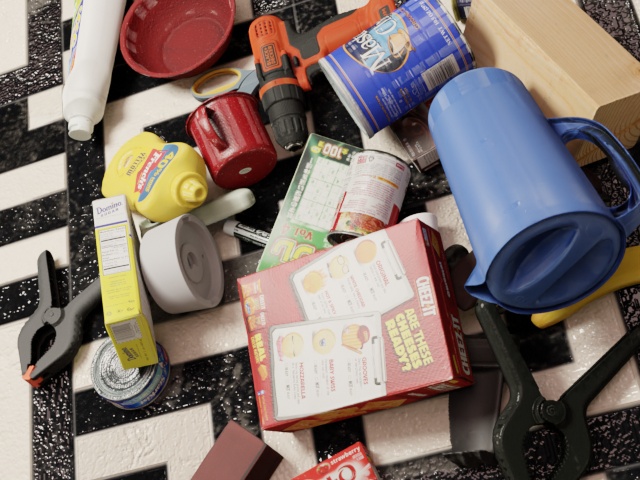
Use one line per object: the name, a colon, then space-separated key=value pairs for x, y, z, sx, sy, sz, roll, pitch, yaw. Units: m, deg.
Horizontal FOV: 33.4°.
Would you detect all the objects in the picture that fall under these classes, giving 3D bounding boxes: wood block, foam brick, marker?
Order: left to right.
foam brick: x=-0.086 y=0.235 z=1.094 sx=0.051 sy=0.053 sz=0.078 roll=28 pitch=77 yaw=29
marker: x=-0.058 y=0.002 z=1.217 sx=0.121 sy=0.020 sz=0.020 roll=20 pitch=74 yaw=28
wood block: x=0.249 y=-0.185 z=1.133 sx=0.090 sy=0.090 sz=0.206 roll=-20 pitch=55 yaw=-24

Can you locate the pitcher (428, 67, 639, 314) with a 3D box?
pitcher: x=0.197 y=-0.062 z=1.033 sx=0.149 sy=0.145 sz=0.243 roll=3 pitch=44 yaw=-20

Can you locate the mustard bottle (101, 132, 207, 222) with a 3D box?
mustard bottle: x=-0.182 y=-0.069 z=1.234 sx=0.096 sy=0.058 sz=0.192 roll=-56 pitch=35 yaw=-10

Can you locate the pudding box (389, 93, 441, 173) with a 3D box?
pudding box: x=0.123 y=-0.142 z=1.206 sx=0.090 sy=0.039 sz=0.113 roll=-30 pitch=58 yaw=5

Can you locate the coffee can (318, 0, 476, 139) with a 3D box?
coffee can: x=0.083 y=-0.191 z=1.163 sx=0.140 sy=0.102 sz=0.103 roll=-34 pitch=58 yaw=2

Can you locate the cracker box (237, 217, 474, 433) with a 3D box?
cracker box: x=0.032 y=0.091 z=1.076 sx=0.214 sy=0.072 sz=0.164 roll=-19 pitch=70 yaw=24

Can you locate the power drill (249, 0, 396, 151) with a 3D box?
power drill: x=0.014 y=-0.207 z=1.260 sx=0.188 sy=0.057 sz=0.184 roll=-17 pitch=67 yaw=7

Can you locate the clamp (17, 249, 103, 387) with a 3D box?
clamp: x=-0.298 y=0.090 z=1.256 sx=0.120 sy=0.039 sz=0.171 roll=-2 pitch=65 yaw=23

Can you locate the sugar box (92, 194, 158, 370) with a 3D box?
sugar box: x=-0.218 y=0.044 z=1.182 sx=0.048 sy=0.093 sz=0.176 roll=-14 pitch=50 yaw=-6

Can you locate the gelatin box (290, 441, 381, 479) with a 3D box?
gelatin box: x=0.018 y=0.254 z=1.058 sx=0.089 sy=0.030 sz=0.073 roll=-29 pitch=58 yaw=5

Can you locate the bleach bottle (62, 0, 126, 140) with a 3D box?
bleach bottle: x=-0.295 y=-0.250 z=1.388 sx=0.068 sy=0.103 sz=0.251 roll=13 pitch=64 yaw=-22

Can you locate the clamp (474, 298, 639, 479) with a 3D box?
clamp: x=0.205 y=0.155 z=1.010 sx=0.164 sy=0.036 sz=0.210 roll=18 pitch=75 yaw=3

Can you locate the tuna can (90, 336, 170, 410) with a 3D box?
tuna can: x=-0.214 y=0.144 z=1.198 sx=0.086 sy=0.033 sz=0.086 roll=-9 pitch=63 yaw=17

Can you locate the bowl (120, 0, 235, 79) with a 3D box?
bowl: x=-0.173 y=-0.265 z=1.369 sx=0.162 sy=0.055 sz=0.162 roll=-9 pitch=63 yaw=17

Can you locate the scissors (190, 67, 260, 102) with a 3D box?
scissors: x=-0.067 y=-0.191 z=1.317 sx=0.202 sy=0.016 sz=0.096 roll=-10 pitch=64 yaw=16

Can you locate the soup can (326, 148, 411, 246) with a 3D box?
soup can: x=0.053 y=-0.039 z=1.149 sx=0.069 sy=0.068 sz=0.102 roll=9 pitch=69 yaw=24

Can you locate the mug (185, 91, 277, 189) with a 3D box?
mug: x=-0.106 y=-0.117 z=1.239 sx=0.093 sy=0.117 sz=0.081 roll=-31 pitch=63 yaw=12
